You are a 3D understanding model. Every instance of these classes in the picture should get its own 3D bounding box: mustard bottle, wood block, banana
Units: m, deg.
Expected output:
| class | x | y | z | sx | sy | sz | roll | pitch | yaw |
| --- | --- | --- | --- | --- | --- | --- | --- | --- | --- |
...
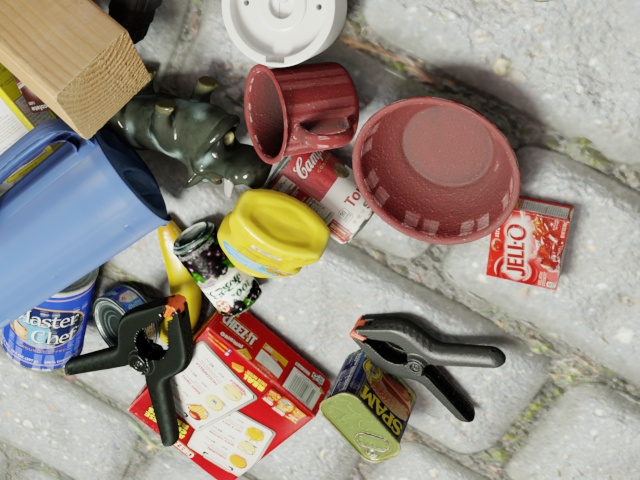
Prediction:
| class | x | y | z | sx | sy | sz | roll | pitch | yaw |
| --- | --- | --- | --- | --- | --- | --- | --- | --- | --- |
| mustard bottle | -0.057 | 0.001 | 1.103 | 0.096 | 0.058 | 0.192 | 25 | 164 | -8 |
| wood block | -0.268 | -0.202 | 1.001 | 0.206 | 0.090 | 0.091 | 41 | 170 | 18 |
| banana | -0.171 | 0.061 | 1.251 | 0.069 | 0.037 | 0.198 | 22 | 130 | 7 |

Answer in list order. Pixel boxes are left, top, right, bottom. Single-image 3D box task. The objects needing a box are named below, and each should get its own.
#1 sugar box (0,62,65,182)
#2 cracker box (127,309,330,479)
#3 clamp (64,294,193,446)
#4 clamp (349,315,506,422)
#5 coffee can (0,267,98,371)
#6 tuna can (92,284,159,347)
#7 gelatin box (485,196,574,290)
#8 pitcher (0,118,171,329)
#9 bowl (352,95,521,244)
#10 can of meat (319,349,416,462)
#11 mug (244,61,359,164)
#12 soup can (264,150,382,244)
| class | x | y | z | sx | sy | sz | roll | pitch | yaw |
| --- | --- | --- | --- | --- | --- | --- | --- | --- | --- |
| sugar box | -0.364 | -0.155 | 1.171 | 0.094 | 0.048 | 0.176 | -25 | 108 | 36 |
| cracker box | -0.113 | 0.188 | 1.299 | 0.164 | 0.072 | 0.214 | 40 | 131 | -6 |
| clamp | -0.212 | 0.133 | 1.242 | 0.164 | 0.036 | 0.210 | 29 | 126 | 6 |
| clamp | 0.118 | 0.125 | 1.172 | 0.171 | 0.039 | 0.120 | 30 | 129 | 1 |
| coffee can | -0.328 | 0.074 | 1.286 | 0.103 | 0.102 | 0.140 | 25 | 130 | 5 |
| tuna can | -0.236 | 0.099 | 1.291 | 0.086 | 0.033 | 0.086 | 24 | 130 | 33 |
| gelatin box | 0.204 | 0.002 | 1.049 | 0.073 | 0.030 | 0.089 | 13 | 128 | 15 |
| pitcher | -0.292 | -0.015 | 1.117 | 0.243 | 0.145 | 0.149 | -35 | 92 | 7 |
| bowl | 0.114 | -0.076 | 1.014 | 0.162 | 0.055 | 0.162 | 12 | 128 | 15 |
| can of meat | 0.057 | 0.186 | 1.215 | 0.058 | 0.083 | 0.102 | -30 | 109 | 37 |
| mug | -0.011 | -0.118 | 0.991 | 0.117 | 0.081 | 0.093 | 45 | 139 | 50 |
| soup can | 0.004 | -0.051 | 1.072 | 0.102 | 0.068 | 0.069 | 37 | 130 | -6 |
